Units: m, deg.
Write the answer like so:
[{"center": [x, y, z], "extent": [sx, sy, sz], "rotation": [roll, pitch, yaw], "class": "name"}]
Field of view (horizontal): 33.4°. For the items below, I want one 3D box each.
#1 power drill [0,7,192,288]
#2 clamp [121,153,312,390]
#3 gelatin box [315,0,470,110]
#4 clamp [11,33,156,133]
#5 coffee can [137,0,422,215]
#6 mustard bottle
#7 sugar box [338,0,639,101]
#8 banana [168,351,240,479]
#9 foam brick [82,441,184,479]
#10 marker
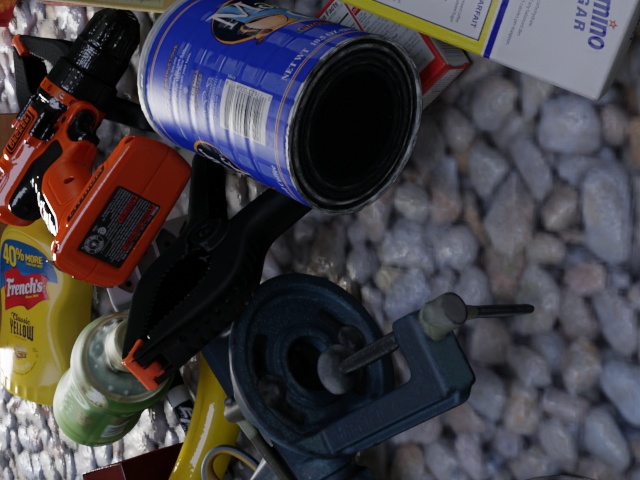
[{"center": [-0.158, -0.065, 0.745], "extent": [0.184, 0.057, 0.188], "rotation": [-58, 37, 8], "class": "power drill"}, {"center": [-0.054, 0.001, 0.671], "extent": [0.165, 0.209, 0.036], "rotation": [-11, 131, 38], "class": "clamp"}, {"center": [0.039, -0.119, 0.651], "extent": [0.073, 0.030, 0.089], "rotation": [-44, 69, 39], "class": "gelatin box"}, {"center": [-0.205, -0.096, 0.862], "extent": [0.172, 0.039, 0.120], "rotation": [46, 106, 29], "class": "clamp"}, {"center": [-0.026, -0.085, 0.626], "extent": [0.141, 0.102, 0.103], "rotation": [26, 114, 42], "class": "coffee can"}, {"center": [-0.232, 0.038, 0.900], "extent": [0.096, 0.058, 0.192], "rotation": [13, 105, 39], "class": "mustard bottle"}, {"center": [0.086, -0.150, 0.565], "extent": [0.176, 0.048, 0.093], "rotation": [25, 115, 15], "class": "sugar box"}, {"center": [-0.087, 0.135, 0.776], "extent": [0.037, 0.069, 0.198], "rotation": [21, 105, 45], "class": "banana"}, {"center": [-0.133, 0.191, 0.824], "extent": [0.053, 0.078, 0.051], "rotation": [-23, 80, 41], "class": "foam brick"}, {"center": [-0.098, 0.143, 0.824], "extent": [0.020, 0.020, 0.121], "rotation": [-42, 70, 38], "class": "marker"}]
